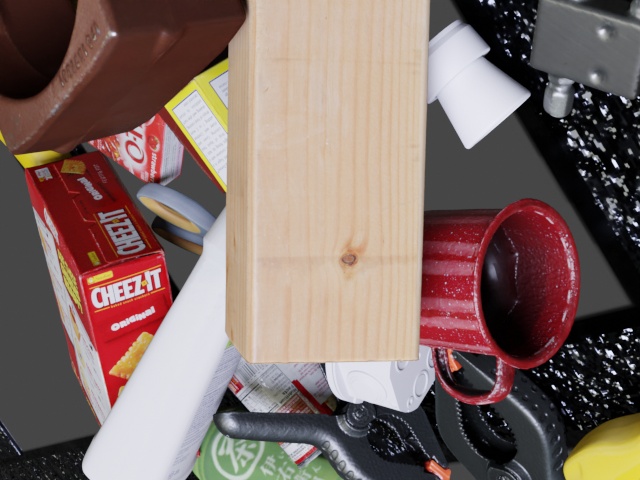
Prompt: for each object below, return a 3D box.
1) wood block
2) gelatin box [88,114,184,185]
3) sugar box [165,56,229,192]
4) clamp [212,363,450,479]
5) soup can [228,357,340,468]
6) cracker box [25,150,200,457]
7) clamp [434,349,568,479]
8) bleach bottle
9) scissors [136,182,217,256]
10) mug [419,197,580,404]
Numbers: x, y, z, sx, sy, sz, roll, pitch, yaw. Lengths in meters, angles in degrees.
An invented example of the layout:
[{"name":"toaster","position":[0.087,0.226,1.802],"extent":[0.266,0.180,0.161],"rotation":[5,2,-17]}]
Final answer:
[{"name":"wood block","position":[0.000,-0.047,0.553],"extent":[0.090,0.090,0.206],"rotation":[-153,64,-76]},{"name":"gelatin box","position":[-0.134,-0.091,0.779],"extent":[0.073,0.030,0.089],"rotation":[34,139,18]},{"name":"sugar box","position":[-0.006,-0.036,0.650],"extent":[0.048,0.093,0.176],"rotation":[-24,101,51]},{"name":"clamp","position":[0.020,0.113,0.754],"extent":[0.171,0.120,0.039],"rotation":[28,161,-13]},{"name":"soup can","position":[-0.025,0.111,0.803],"extent":[0.102,0.068,0.069],"rotation":[48,141,4]},{"name":"cracker box","position":[-0.164,0.059,0.853],"extent":[0.164,0.072,0.214],"rotation":[49,150,47]},{"name":"clamp","position":[0.128,0.157,0.716],"extent":[0.165,0.036,0.210],"rotation":[-26,98,50]},{"name":"bleach bottle","position":[-0.075,0.058,0.729],"extent":[0.068,0.102,0.251],"rotation":[30,106,6]},{"name":"scissors","position":[-0.055,0.001,0.764],"extent":[0.202,0.016,0.096],"rotation":[14,156,37]},{"name":"mug","position":[0.088,0.035,0.611],"extent":[0.082,0.093,0.117],"rotation":[1,92,49]}]
